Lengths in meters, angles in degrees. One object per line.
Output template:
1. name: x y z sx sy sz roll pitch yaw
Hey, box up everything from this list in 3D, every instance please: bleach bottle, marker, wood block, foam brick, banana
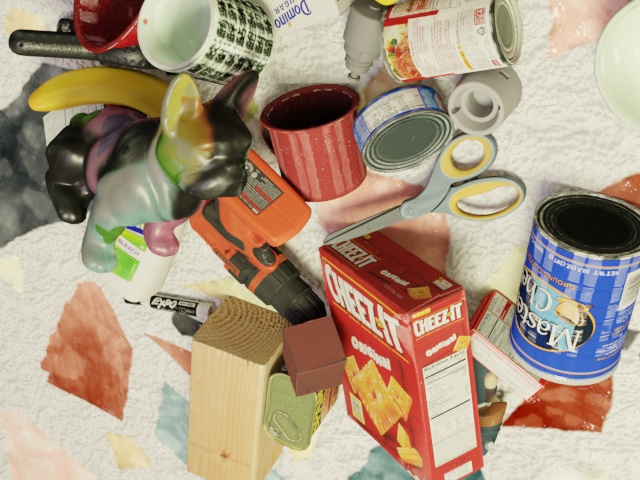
1. bleach bottle: -0.181 -0.055 1.132 0.103 0.068 0.251 37 127 16
2. marker: -0.178 0.073 1.241 0.121 0.020 0.020 9 124 25
3. wood block: -0.092 0.179 1.217 0.091 0.090 0.206 19 127 16
4. foam brick: -0.007 0.117 1.074 0.078 0.053 0.051 96 158 -64
5. banana: -0.198 -0.137 1.046 0.198 0.069 0.037 19 172 21

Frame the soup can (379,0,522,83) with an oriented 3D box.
1. soup can: 0.109 -0.172 0.891 0.102 0.068 0.068 -4 118 30

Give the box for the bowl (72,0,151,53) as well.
1. bowl: -0.162 -0.240 0.972 0.055 0.162 0.162 16 145 -39

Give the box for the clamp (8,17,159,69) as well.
1. clamp: -0.206 -0.193 1.048 0.171 0.120 0.039 9 115 0

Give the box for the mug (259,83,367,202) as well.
1. mug: -0.011 -0.091 1.001 0.117 0.093 0.081 15 132 37

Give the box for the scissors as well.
1. scissors: 0.088 -0.049 0.995 0.202 0.016 0.096 -5 110 19

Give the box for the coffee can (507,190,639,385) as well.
1. coffee can: 0.227 0.042 0.942 0.103 0.102 0.140 17 127 18

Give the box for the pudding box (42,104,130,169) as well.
1. pudding box: -0.243 -0.111 1.116 0.114 0.039 0.090 -26 66 36

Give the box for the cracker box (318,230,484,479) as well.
1. cracker box: 0.077 0.115 1.045 0.164 0.072 0.214 36 143 52

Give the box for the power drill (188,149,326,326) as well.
1. power drill: -0.057 0.001 1.048 0.184 0.057 0.188 42 158 10

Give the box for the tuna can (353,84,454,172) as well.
1. tuna can: 0.073 -0.098 0.943 0.086 0.085 0.034 -48 51 40

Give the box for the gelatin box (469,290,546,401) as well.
1. gelatin box: 0.182 0.100 1.024 0.089 0.073 0.030 38 130 1

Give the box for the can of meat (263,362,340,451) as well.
1. can of meat: -0.016 0.164 1.168 0.057 0.083 0.102 20 127 16
